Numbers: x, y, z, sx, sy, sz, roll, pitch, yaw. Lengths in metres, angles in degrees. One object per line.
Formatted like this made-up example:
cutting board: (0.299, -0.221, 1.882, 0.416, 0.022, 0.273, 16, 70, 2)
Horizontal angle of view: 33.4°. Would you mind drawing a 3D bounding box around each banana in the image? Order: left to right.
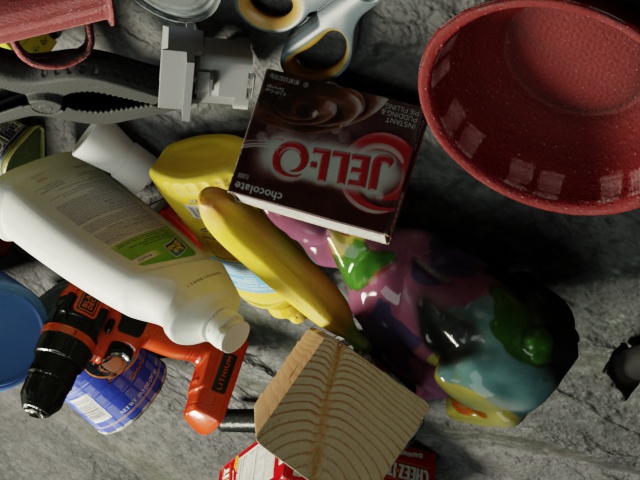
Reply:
banana: (-0.030, 0.014, 0.795, 0.197, 0.037, 0.070, 43, 167, -33)

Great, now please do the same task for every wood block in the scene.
wood block: (0.008, 0.129, 0.823, 0.090, 0.091, 0.206, 35, 176, -1)

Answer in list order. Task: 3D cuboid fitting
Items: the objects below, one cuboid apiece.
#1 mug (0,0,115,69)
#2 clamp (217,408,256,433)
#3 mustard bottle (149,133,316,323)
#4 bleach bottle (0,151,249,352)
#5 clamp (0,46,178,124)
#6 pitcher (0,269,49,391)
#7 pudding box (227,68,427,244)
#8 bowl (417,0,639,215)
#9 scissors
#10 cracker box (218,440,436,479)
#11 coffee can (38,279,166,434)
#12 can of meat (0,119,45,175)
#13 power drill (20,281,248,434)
mug: (-0.183, -0.165, 0.691, 0.093, 0.081, 0.117, -121, 19, -48)
clamp: (-0.025, 0.199, 1.128, 0.120, 0.039, 0.172, 28, 150, -24)
mustard bottle: (-0.055, 0.001, 0.872, 0.096, 0.058, 0.191, 1, 136, 34)
bleach bottle: (-0.158, 0.016, 0.865, 0.251, 0.102, 0.068, 34, 134, 31)
clamp: (-0.206, -0.111, 0.791, 0.209, 0.036, 0.165, 3, 165, -12)
pitcher: (-0.370, 0.082, 1.077, 0.243, 0.144, 0.149, 16, 140, 51)
pudding box: (0.005, -0.056, 0.712, 0.113, 0.090, 0.039, 15, 169, 11)
bowl: (0.140, -0.088, 0.612, 0.162, 0.055, 0.162, 20, 145, 14)
scissors: (0.012, -0.161, 0.648, 0.096, 0.016, 0.202, 34, 146, -9)
cracker box: (0.000, 0.262, 1.121, 0.164, 0.072, 0.214, 17, 149, -17)
coffee can: (-0.248, 0.124, 1.137, 0.103, 0.102, 0.140, -13, 128, 46)
can of meat: (-0.297, -0.078, 0.953, 0.084, 0.057, 0.102, 28, 146, 6)
power drill: (-0.173, 0.113, 1.012, 0.187, 0.184, 0.057, 29, 148, -16)
